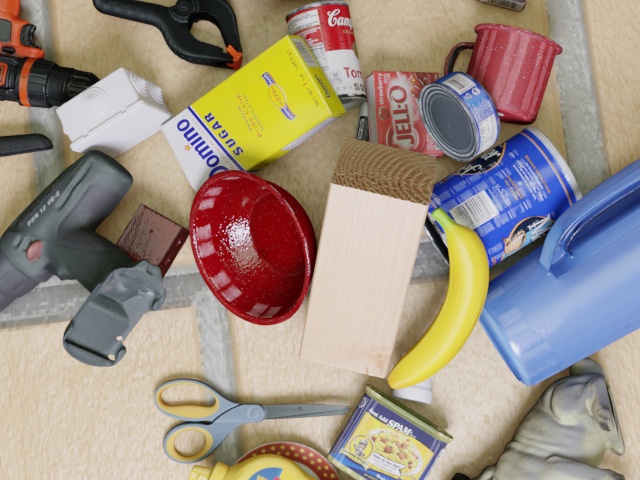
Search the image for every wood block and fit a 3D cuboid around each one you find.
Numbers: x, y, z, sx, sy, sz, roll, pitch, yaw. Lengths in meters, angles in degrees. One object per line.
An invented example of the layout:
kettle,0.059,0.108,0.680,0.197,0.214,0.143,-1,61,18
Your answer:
wood block,0.043,0.018,1.020,0.091,0.090,0.206,12,125,3

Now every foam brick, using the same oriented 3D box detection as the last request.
foam brick,-0.179,0.009,1.102,0.051,0.053,0.078,31,87,4

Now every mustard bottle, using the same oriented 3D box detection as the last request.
mustard bottle,-0.039,0.264,1.049,0.191,0.058,0.096,21,85,4

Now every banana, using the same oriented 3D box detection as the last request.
banana,0.119,0.065,1.024,0.070,0.037,0.198,21,113,19

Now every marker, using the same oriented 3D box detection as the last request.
marker,0.041,-0.084,1.119,0.020,0.020,0.121,11,85,3

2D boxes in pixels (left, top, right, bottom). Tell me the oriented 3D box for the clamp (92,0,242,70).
clamp,-0.142,-0.252,1.133,0.171,0.039,0.120,34,86,2

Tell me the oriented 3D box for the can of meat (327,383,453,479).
can of meat,0.069,0.207,1.073,0.102,0.057,0.084,31,89,5

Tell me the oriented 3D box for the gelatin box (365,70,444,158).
gelatin box,0.087,-0.129,1.105,0.073,0.030,0.089,-1,84,-16

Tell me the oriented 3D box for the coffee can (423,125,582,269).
coffee can,0.176,-0.036,1.067,0.140,0.103,0.103,-31,84,-1

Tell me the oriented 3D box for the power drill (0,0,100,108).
power drill,-0.306,-0.235,1.127,0.184,0.057,0.187,9,85,3

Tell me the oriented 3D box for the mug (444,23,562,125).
mug,0.180,-0.170,1.092,0.117,0.093,0.081,17,90,28

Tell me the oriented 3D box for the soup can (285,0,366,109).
soup can,0.006,-0.188,1.105,0.068,0.068,0.102,-11,85,1

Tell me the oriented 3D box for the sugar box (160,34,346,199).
sugar box,-0.071,-0.122,1.080,0.176,0.048,0.093,-32,84,23

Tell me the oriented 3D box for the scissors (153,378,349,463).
scissors,-0.077,0.195,1.095,0.202,0.016,0.096,12,89,7

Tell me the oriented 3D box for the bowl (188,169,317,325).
bowl,-0.057,0.001,1.073,0.162,0.055,0.162,17,117,36

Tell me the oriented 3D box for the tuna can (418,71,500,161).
tuna can,0.138,-0.123,1.058,0.033,0.086,0.086,-32,84,-22

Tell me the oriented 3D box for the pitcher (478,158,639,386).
pitcher,0.270,0.031,1.041,0.243,0.145,0.149,-32,87,2
